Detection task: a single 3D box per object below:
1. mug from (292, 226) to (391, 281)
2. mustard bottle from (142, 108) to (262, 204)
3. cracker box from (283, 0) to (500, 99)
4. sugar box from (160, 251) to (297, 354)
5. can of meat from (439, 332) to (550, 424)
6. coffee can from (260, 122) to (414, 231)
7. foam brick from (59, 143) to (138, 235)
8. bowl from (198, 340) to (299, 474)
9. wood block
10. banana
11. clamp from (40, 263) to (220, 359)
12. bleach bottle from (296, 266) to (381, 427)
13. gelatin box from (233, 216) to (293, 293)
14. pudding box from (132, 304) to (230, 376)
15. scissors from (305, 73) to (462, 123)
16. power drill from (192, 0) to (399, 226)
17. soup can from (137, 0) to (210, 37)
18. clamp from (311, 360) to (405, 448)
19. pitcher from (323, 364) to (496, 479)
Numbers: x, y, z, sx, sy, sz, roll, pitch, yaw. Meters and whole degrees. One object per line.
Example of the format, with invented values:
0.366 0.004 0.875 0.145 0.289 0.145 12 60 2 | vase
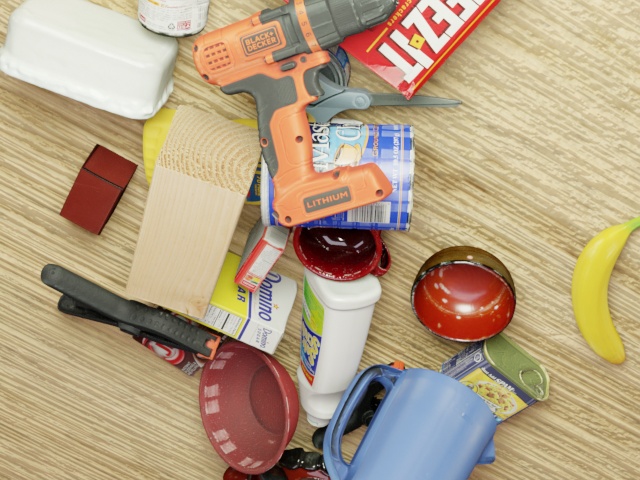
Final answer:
0.033 -0.010 1.127 0.117 0.081 0.093 40 124 -17 | mug
-0.086 -0.083 1.115 0.192 0.058 0.096 7 129 7 | mustard bottle
0.050 -0.253 0.934 0.213 0.072 0.164 37 116 -14 | cracker box
-0.118 0.052 1.202 0.176 0.093 0.048 21 129 -4 | sugar box
0.199 0.161 1.234 0.102 0.057 0.084 38 127 -15 | can of meat
0.017 -0.062 1.021 0.140 0.102 0.103 2 127 2 | coffee can
-0.245 -0.055 1.175 0.051 0.053 0.078 28 128 -9 | foam brick
-0.077 0.198 1.296 0.162 0.055 0.162 6 99 43 | bowl
-0.129 -0.024 1.077 0.090 0.090 0.206 18 139 -5 | wood block
0.304 0.058 1.145 0.070 0.037 0.198 5 127 10 | banana
-0.217 0.083 1.204 0.210 0.036 0.164 19 164 6 | clamp
0.012 0.126 1.223 0.068 0.103 0.251 -9 131 -18 | bleach bottle
-0.058 0.001 1.151 0.030 0.089 0.073 28 127 -11 | gelatin box
-0.160 0.102 1.282 0.090 0.039 0.114 34 125 -12 | pudding box
0.028 -0.124 1.040 0.201 0.016 0.096 16 130 0 | scissors
0.000 -0.118 0.922 0.184 0.057 0.187 -17 98 15 | power drill
-0.134 -0.250 0.994 0.068 0.068 0.102 14 129 2 | soup can
0.057 0.215 1.318 0.120 0.039 0.172 9 122 -3 | clamp
0.078 0.262 1.169 0.149 0.242 0.145 13 140 31 | pitcher
